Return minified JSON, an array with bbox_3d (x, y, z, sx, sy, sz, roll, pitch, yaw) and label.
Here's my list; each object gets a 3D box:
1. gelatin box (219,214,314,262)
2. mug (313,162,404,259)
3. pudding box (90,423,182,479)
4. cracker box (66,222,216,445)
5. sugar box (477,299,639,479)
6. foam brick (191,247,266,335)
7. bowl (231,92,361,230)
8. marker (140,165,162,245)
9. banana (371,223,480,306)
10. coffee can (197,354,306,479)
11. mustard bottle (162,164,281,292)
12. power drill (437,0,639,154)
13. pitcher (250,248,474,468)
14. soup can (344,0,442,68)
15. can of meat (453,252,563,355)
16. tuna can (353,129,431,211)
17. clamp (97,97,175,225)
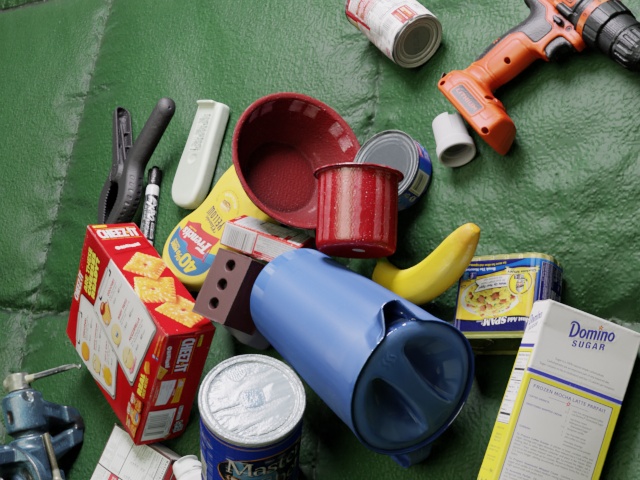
[{"bbox_3d":[-0.058,0.001,1.173,0.089,0.073,0.030,19,101,8],"label":"gelatin box"},{"bbox_3d":[0.035,-0.026,1.092,0.117,0.093,0.081,139,135,-73],"label":"mug"},{"bbox_3d":[-0.210,0.273,1.228,0.114,0.039,0.090,21,84,39],"label":"pudding box"},{"bbox_3d":[-0.214,0.104,1.243,0.214,0.071,0.164,47,130,40],"label":"cracker box"},{"bbox_3d":[0.206,0.149,0.925,0.048,0.093,0.176,141,149,-78],"label":"sugar box"},{"bbox_3d":[-0.090,0.054,1.144,0.053,0.051,0.078,18,83,40],"label":"foam brick"},{"bbox_3d":[-0.032,-0.080,1.186,0.055,0.161,0.162,-35,47,58],"label":"bowl"},{"bbox_3d":[-0.220,-0.040,1.379,0.020,0.020,0.121,-11,65,34],"label":"marker"},{"bbox_3d":[0.096,0.030,1.053,0.198,0.037,0.069,-15,79,63],"label":"banana"},{"bbox_3d":[-0.069,0.195,1.063,0.103,0.140,0.103,2,48,-3],"label":"coffee can"},{"bbox_3d":[-0.132,0.004,1.267,0.192,0.058,0.096,-45,56,14],"label":"mustard bottle"},{"bbox_3d":[0.224,-0.177,1.072,0.188,0.057,0.184,-44,47,11],"label":"power drill"},{"bbox_3d":[0.030,0.105,1.045,0.243,0.144,0.149,34,98,55],"label":"pitcher"},{"bbox_3d":[0.082,-0.247,1.201,0.068,0.068,0.102,-49,50,11],"label":"soup can"},{"bbox_3d":[0.176,0.061,1.007,0.102,0.057,0.084,-5,67,37],"label":"can of meat"},{"bbox_3d":[0.077,-0.074,1.154,0.086,0.033,0.086,-16,63,32],"label":"tuna can"},{"bbox_3d":[-0.259,-0.090,1.410,0.165,0.036,0.210,16,88,59],"label":"clamp"}]
